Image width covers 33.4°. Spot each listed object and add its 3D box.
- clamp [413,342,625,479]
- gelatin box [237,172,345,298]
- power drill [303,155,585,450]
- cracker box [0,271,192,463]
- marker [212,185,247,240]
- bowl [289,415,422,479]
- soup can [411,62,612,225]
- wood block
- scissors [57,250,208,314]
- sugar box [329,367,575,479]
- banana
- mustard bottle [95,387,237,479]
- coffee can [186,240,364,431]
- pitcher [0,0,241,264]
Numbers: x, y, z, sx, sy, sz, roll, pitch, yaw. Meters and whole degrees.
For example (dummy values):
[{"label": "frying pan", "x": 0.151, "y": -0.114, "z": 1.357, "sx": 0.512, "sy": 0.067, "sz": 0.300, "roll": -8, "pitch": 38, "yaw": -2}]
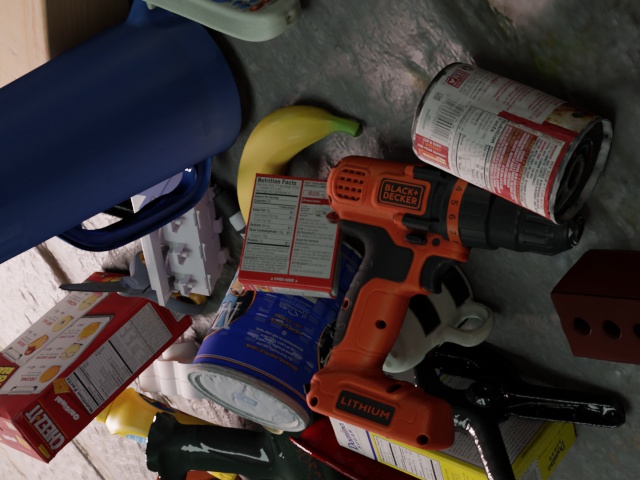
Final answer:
[{"label": "clamp", "x": 0.123, "y": 0.129, "z": 0.794, "sx": 0.172, "sy": 0.120, "sz": 0.039, "roll": 21, "pitch": 133, "yaw": 41}, {"label": "gelatin box", "x": -0.019, "y": -0.004, "z": 0.809, "sx": 0.073, "sy": 0.089, "sz": 0.030, "roll": 5, "pitch": 162, "yaw": 11}, {"label": "power drill", "x": 0.073, "y": 0.042, "z": 0.724, "sx": 0.185, "sy": 0.057, "sz": 0.187, "roll": 13, "pitch": 90, "yaw": 32}, {"label": "cracker box", "x": -0.260, "y": 0.126, "z": 1.126, "sx": 0.164, "sy": 0.213, "sz": 0.072, "roll": 3, "pitch": 131, "yaw": 52}, {"label": "marker", "x": -0.056, "y": 0.001, "z": 0.950, "sx": 0.121, "sy": 0.020, "sz": 0.020, "roll": 54, "pitch": 147, "yaw": -9}, {"label": "bowl", "x": 0.054, "y": 0.195, "z": 0.957, "sx": 0.162, "sy": 0.055, "sz": 0.162, "roll": 29, "pitch": 172, "yaw": 4}, {"label": "soup can", "x": 0.114, "y": -0.061, "z": 0.647, "sx": 0.102, "sy": 0.068, "sz": 0.068, "roll": 28, "pitch": 142, "yaw": 28}, {"label": "wood block", "x": -0.220, "y": -0.182, "z": 0.883, "sx": 0.090, "sy": 0.090, "sz": 0.206, "roll": 37, "pitch": 146, "yaw": 18}, {"label": "scissors", "x": -0.188, "y": 0.033, "z": 1.025, "sx": 0.016, "sy": 0.201, "sz": 0.096, "roll": -53, "pitch": 53, "yaw": 15}, {"label": "sugar box", "x": 0.103, "y": 0.149, "z": 0.855, "sx": 0.177, "sy": 0.093, "sz": 0.048, "roll": 13, "pitch": 134, "yaw": 42}, {"label": "banana", "x": -0.034, "y": -0.054, "z": 0.851, "sx": 0.069, "sy": 0.037, "sz": 0.198, "roll": 45, "pitch": 147, "yaw": 4}, {"label": "mustard bottle", "x": -0.177, "y": 0.212, "z": 1.205, "sx": 0.191, "sy": 0.058, "sz": 0.096, "roll": 22, "pitch": 170, "yaw": -2}, {"label": "coffee can", "x": -0.032, "y": 0.067, "z": 0.855, "sx": 0.103, "sy": 0.140, "sz": 0.103, "roll": 20, "pitch": 156, "yaw": 9}, {"label": "pitcher", "x": -0.187, "y": -0.069, "z": 0.822, "sx": 0.149, "sy": 0.242, "sz": 0.145, "roll": 53, "pitch": 149, "yaw": 4}]
